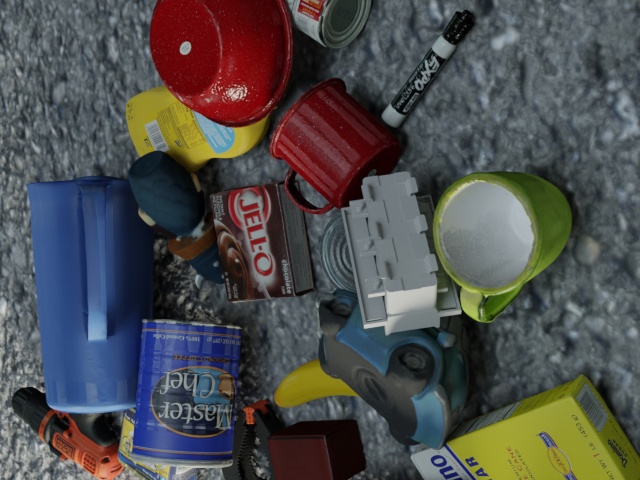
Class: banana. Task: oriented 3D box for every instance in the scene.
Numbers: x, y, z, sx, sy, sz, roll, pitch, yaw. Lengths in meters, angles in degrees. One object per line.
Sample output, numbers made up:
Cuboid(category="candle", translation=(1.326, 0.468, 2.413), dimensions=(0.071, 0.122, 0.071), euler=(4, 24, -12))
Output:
Cuboid(category="banana", translation=(0.029, 0.142, 1.009), dimensions=(0.198, 0.037, 0.069), euler=(6, 103, 38))

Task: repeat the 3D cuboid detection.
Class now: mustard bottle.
Cuboid(category="mustard bottle", translation=(-0.105, -0.125, 1.043), dimensions=(0.192, 0.058, 0.096), euler=(-17, 98, 40))

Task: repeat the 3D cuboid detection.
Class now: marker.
Cuboid(category="marker", translation=(0.092, -0.146, 0.906), dimensions=(0.020, 0.020, 0.121), euler=(50, 126, 19))

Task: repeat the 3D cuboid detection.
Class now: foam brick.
Cuboid(category="foam brick", translation=(-0.003, 0.207, 1.040), dimensions=(0.078, 0.052, 0.051), euler=(-10, 93, 41))

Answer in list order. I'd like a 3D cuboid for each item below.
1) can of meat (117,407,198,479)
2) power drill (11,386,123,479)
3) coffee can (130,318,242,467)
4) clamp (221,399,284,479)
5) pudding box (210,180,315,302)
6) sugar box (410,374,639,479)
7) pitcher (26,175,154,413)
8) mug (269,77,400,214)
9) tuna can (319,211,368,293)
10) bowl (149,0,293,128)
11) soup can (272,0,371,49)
Cuboid(category="can of meat", translation=(-0.177, 0.221, 1.182), dimensions=(0.102, 0.057, 0.084), euler=(28, 118, 32))
Cuboid(category="power drill", translation=(-0.294, 0.169, 1.267), dimensions=(0.185, 0.057, 0.188), euler=(26, 118, 28))
Cuboid(category="coffee can", translation=(-0.135, 0.153, 1.078), dimensions=(0.103, 0.102, 0.140), euler=(-2, 81, 39))
Cuboid(category="clamp", translation=(-0.068, 0.271, 1.114), dimensions=(0.165, 0.036, 0.210), euler=(-6, 97, 33))
Cuboid(category="pudding box", translation=(-0.057, 0.001, 1.046), dimensions=(0.090, 0.039, 0.113), euler=(-7, 95, 39))
Cuboid(category="sugar box", translation=(0.168, 0.186, 0.892), dimensions=(0.177, 0.048, 0.093), euler=(-32, 91, 37))
Cuboid(category="pitcher", translation=(-0.235, 0.053, 1.111), dimensions=(0.145, 0.149, 0.243), euler=(-2, 90, 31))
Cuboid(category="mug", translation=(0.010, -0.073, 0.943), dimensions=(0.081, 0.093, 0.117), euler=(44, 118, 17))
Cuboid(category="tuna can", translation=(0.041, 0.011, 0.972), dimensions=(0.086, 0.033, 0.086), euler=(10, 106, 37))
Cuboid(category="bowl", translation=(-0.101, -0.176, 0.948), dimensions=(0.162, 0.055, 0.162), euler=(14, 113, 37))
Cuboid(category="soup can", translation=(-0.014, -0.218, 0.944), dimensions=(0.102, 0.068, 0.068), euler=(33, 119, 29))
